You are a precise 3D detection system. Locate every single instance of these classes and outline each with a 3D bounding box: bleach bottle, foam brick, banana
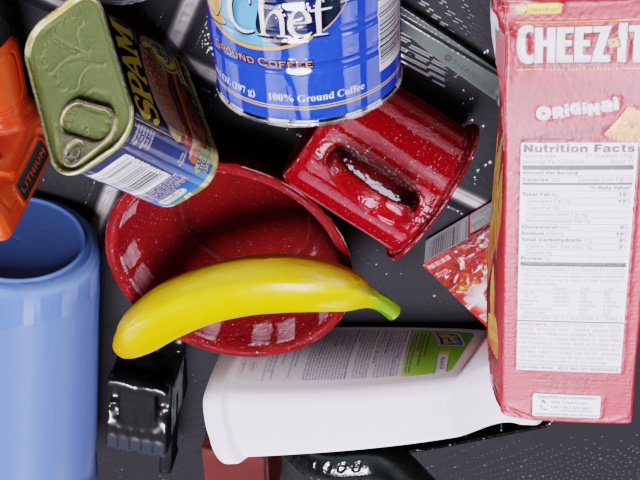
[{"bbox_3d":[0.055,0.101,0.722,0.251,0.102,0.068,-3,121,15],"label":"bleach bottle"},{"bbox_3d":[-0.060,0.172,0.840,0.051,0.053,0.078,6,129,7],"label":"foam brick"},{"bbox_3d":[-0.054,0.041,0.666,0.198,0.037,0.069,-8,126,19],"label":"banana"}]

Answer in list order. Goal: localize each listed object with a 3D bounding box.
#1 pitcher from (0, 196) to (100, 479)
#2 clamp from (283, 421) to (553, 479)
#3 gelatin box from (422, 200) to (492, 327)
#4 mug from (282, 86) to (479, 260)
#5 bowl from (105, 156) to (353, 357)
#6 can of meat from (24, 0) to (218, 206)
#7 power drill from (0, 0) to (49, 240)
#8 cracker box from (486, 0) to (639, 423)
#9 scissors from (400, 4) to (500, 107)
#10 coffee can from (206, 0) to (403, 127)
[{"bbox_3d":[-0.227,0.085,0.766,0.149,0.145,0.243,7,127,-9],"label":"pitcher"},{"bbox_3d":[0.047,0.148,0.746,0.210,0.164,0.036,4,115,21],"label":"clamp"},{"bbox_3d":[0.122,0.011,0.681,0.089,0.030,0.073,-33,116,32],"label":"gelatin box"},{"bbox_3d":[0.030,-0.043,0.604,0.081,0.117,0.093,32,117,-8],"label":"mug"},{"bbox_3d":[-0.055,0.001,0.695,0.162,0.055,0.162,6,130,7],"label":"bowl"},{"bbox_3d":[-0.110,-0.074,0.599,0.057,0.102,0.083,-31,153,20],"label":"can of meat"},{"bbox_3d":[-0.196,-0.086,0.584,0.057,0.184,0.188,12,140,2],"label":"power drill"},{"bbox_3d":[0.118,-0.043,0.530,0.072,0.164,0.214,0,119,9],"label":"cracker box"},{"bbox_3d":[0.131,-0.087,0.609,0.096,0.016,0.201,-30,117,29],"label":"scissors"},{"bbox_3d":[-0.010,-0.143,0.536,0.103,0.102,0.140,3,130,9],"label":"coffee can"}]
